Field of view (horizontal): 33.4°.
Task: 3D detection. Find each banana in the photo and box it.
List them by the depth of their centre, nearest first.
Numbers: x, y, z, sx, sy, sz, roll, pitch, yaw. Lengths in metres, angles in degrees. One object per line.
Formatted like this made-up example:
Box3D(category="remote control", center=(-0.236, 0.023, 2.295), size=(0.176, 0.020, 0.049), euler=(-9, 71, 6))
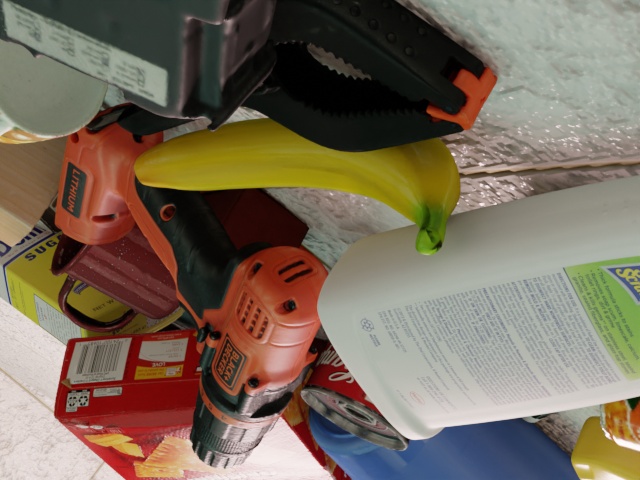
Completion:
Box3D(category="banana", center=(-0.006, -0.036, 0.501), size=(0.198, 0.069, 0.037), euler=(12, 119, 43))

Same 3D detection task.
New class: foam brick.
Box3D(category="foam brick", center=(-0.054, 0.001, 0.684), size=(0.053, 0.051, 0.078), euler=(37, 160, -22))

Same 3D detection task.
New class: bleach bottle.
Box3D(category="bleach bottle", center=(0.117, 0.025, 0.428), size=(0.251, 0.068, 0.102), euler=(-14, 121, 45))

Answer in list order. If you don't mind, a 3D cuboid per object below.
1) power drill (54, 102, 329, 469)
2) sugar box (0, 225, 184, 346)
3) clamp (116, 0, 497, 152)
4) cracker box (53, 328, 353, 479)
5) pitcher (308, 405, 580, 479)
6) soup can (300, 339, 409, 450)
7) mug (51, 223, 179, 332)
Box3D(category="power drill", center=(-0.079, 0.026, 0.616), size=(0.188, 0.057, 0.185), euler=(47, 139, 20))
Box3D(category="sugar box", center=(-0.200, 0.028, 0.859), size=(0.176, 0.093, 0.048), euler=(28, 131, 36))
Box3D(category="clamp", center=(-0.028, -0.079, 0.458), size=(0.210, 0.036, 0.164), euler=(22, 151, 18))
Box3D(category="cracker box", center=(-0.074, 0.145, 0.796), size=(0.164, 0.072, 0.213), euler=(-6, 144, 16))
Box3D(category="pitcher", center=(0.095, 0.167, 0.777), size=(0.242, 0.149, 0.145), euler=(46, -166, -30))
Box3D(category="soup can", center=(0.042, 0.060, 0.618), size=(0.068, 0.102, 0.068), euler=(26, 161, 10))
Box3D(category="mug", center=(-0.134, 0.013, 0.741), size=(0.081, 0.117, 0.093), euler=(32, -178, -23))
